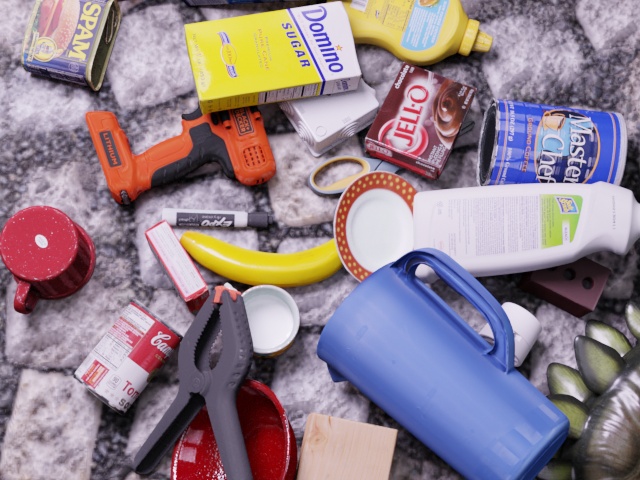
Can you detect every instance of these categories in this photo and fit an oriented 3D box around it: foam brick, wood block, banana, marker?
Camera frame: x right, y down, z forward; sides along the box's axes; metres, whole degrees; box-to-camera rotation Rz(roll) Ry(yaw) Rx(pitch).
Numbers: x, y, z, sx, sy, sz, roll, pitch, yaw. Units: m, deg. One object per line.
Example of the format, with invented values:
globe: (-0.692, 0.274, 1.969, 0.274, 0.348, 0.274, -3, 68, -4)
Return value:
foam brick: (0.264, 0.041, 1.160, 0.078, 0.051, 0.053, 26, 77, 3)
wood block: (0.011, 0.286, 1.072, 0.091, 0.090, 0.206, 12, 76, -1)
banana: (-0.052, 0.018, 1.158, 0.197, 0.037, 0.069, -4, 68, -4)
marker: (-0.113, -0.024, 1.171, 0.121, 0.020, 0.020, 2, 77, -2)

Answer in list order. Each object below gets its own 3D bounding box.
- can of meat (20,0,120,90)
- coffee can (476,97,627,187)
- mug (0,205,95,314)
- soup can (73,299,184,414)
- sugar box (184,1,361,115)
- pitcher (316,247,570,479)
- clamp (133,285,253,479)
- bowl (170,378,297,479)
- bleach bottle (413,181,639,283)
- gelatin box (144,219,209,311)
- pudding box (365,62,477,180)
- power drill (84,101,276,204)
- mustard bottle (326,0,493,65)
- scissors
can of meat: (-0.279, -0.227, 1.191, 0.084, 0.057, 0.102, 13, 76, 3)
coffee can: (0.250, -0.096, 1.164, 0.140, 0.103, 0.103, 7, 77, -1)
mug: (-0.294, 0.021, 1.120, 0.093, 0.081, 0.117, 23, 77, 2)
soup can: (-0.200, 0.121, 1.110, 0.068, 0.068, 0.102, 37, 78, 5)
sugar box: (-0.051, -0.197, 1.147, 0.176, 0.048, 0.093, -12, 75, -6)
pitcher: (0.127, 0.133, 1.055, 0.145, 0.149, 0.243, -42, 67, -19)
clamp: (-0.106, 0.152, 1.069, 0.165, 0.036, 0.210, 10, 81, 42)
bowl: (-0.076, 0.224, 1.075, 0.162, 0.055, 0.162, -19, 58, 34)
bleach bottle: (0.225, -0.008, 1.114, 0.251, 0.068, 0.102, -2, 86, 16)
gelatin box: (-0.150, 0.028, 1.130, 0.030, 0.073, 0.089, -32, 81, -10)
pudding box: (0.111, -0.132, 1.185, 0.090, 0.039, 0.113, 22, 66, 10)
power drill: (-0.158, -0.130, 1.173, 0.187, 0.057, 0.184, -18, 79, -7)
mustard bottle: (0.103, -0.252, 1.214, 0.191, 0.058, 0.096, 18, 85, 1)
scissors: (0.088, -0.070, 1.195, 0.201, 0.016, 0.096, -12, 80, -6)
